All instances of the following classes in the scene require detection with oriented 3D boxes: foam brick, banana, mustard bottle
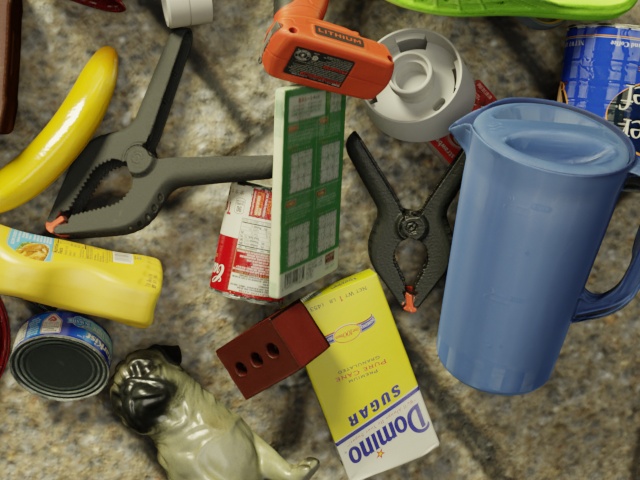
[{"bbox_3d":[-0.042,0.095,0.932,0.078,0.051,0.053,-34,88,37],"label":"foam brick"},{"bbox_3d":[-0.236,-0.085,0.916,0.198,0.037,0.070,-44,65,-4],"label":"banana"},{"bbox_3d":[-0.233,0.024,0.901,0.191,0.096,0.058,14,102,-14],"label":"mustard bottle"}]

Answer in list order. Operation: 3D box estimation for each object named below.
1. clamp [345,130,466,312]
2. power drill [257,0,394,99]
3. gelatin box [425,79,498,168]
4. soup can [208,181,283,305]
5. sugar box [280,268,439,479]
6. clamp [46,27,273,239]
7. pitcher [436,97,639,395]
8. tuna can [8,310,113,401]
[{"bbox_3d":[0.074,-0.022,0.971,0.120,0.039,0.171,12,103,10],"label":"clamp"},{"bbox_3d":[0.022,-0.211,0.903,0.184,0.057,0.187,10,56,-15],"label":"power drill"},{"bbox_3d":[0.146,-0.091,0.985,0.073,0.030,0.089,-44,98,-1],"label":"gelatin box"},{"bbox_3d":[-0.056,0.001,0.946,0.068,0.068,0.102,11,93,-9],"label":"soup can"},{"bbox_3d":[0.037,0.125,0.981,0.093,0.048,0.176,-22,96,-4],"label":"sugar box"},{"bbox_3d":[-0.154,-0.078,0.929,0.210,0.036,0.164,-30,72,6],"label":"clamp"},{"bbox_3d":[0.181,0.014,0.908,0.144,0.149,0.243,-7,125,-22],"label":"pitcher"},{"bbox_3d":[-0.224,0.100,0.927,0.086,0.033,0.086,0,133,0],"label":"tuna can"}]
